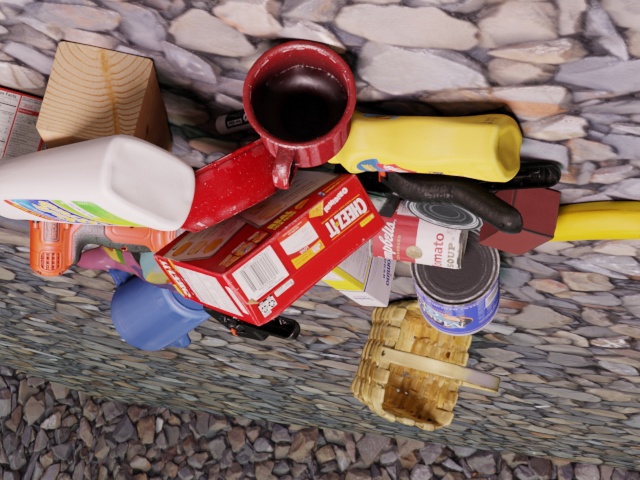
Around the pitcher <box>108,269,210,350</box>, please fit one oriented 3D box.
[{"bbox_3d":[-0.238,0.081,1.650,0.149,0.145,0.243,6,163,-25],"label":"pitcher"}]

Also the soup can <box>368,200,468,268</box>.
[{"bbox_3d":[0.110,-0.008,1.188,0.102,0.068,0.068,8,163,11],"label":"soup can"}]

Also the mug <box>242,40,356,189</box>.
[{"bbox_3d":[-0.018,-0.099,0.901,0.093,0.117,0.081,11,168,5],"label":"mug"}]

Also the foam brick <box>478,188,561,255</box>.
[{"bbox_3d":[0.204,-0.022,1.100,0.051,0.053,0.078,15,164,-12],"label":"foam brick"}]

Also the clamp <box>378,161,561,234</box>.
[{"bbox_3d":[0.139,-0.058,1.009,0.172,0.039,0.120,22,-148,32],"label":"clamp"}]

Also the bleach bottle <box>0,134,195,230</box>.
[{"bbox_3d":[-0.234,-0.047,0.992,0.251,0.068,0.102,-2,159,44],"label":"bleach bottle"}]

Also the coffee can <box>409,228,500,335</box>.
[{"bbox_3d":[0.163,0.048,1.273,0.103,0.103,0.140,8,163,12],"label":"coffee can"}]

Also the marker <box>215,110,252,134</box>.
[{"bbox_3d":[-0.056,-0.119,1.022,0.121,0.020,0.020,-6,156,45],"label":"marker"}]

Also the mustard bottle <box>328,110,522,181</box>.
[{"bbox_3d":[0.077,-0.087,0.960,0.192,0.058,0.096,5,-177,25],"label":"mustard bottle"}]

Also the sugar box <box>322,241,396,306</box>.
[{"bbox_3d":[0.032,0.009,1.255,0.048,0.093,0.176,3,161,30],"label":"sugar box"}]

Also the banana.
[{"bbox_3d":[0.290,-0.015,1.091,0.198,0.037,0.069,0,160,34],"label":"banana"}]

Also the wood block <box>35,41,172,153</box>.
[{"bbox_3d":[-0.207,-0.103,1.055,0.090,0.091,0.206,11,163,0],"label":"wood block"}]

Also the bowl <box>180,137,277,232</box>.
[{"bbox_3d":[-0.095,-0.052,1.041,0.162,0.055,0.162,-26,-174,3],"label":"bowl"}]

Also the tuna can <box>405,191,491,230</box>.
[{"bbox_3d":[0.132,-0.042,1.107,0.086,0.033,0.086,16,164,5],"label":"tuna can"}]

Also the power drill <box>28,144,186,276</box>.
[{"bbox_3d":[-0.236,-0.046,1.213,0.187,0.184,0.057,2,-156,-15],"label":"power drill"}]

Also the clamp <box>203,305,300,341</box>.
[{"bbox_3d":[-0.095,0.095,1.330,0.164,0.036,0.210,26,167,9],"label":"clamp"}]

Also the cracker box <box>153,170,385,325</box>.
[{"bbox_3d":[-0.057,0.001,1.079,0.072,0.164,0.214,58,161,-18],"label":"cracker box"}]

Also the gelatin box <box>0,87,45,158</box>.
[{"bbox_3d":[-0.323,-0.111,1.113,0.073,0.089,0.030,14,165,-6],"label":"gelatin box"}]
